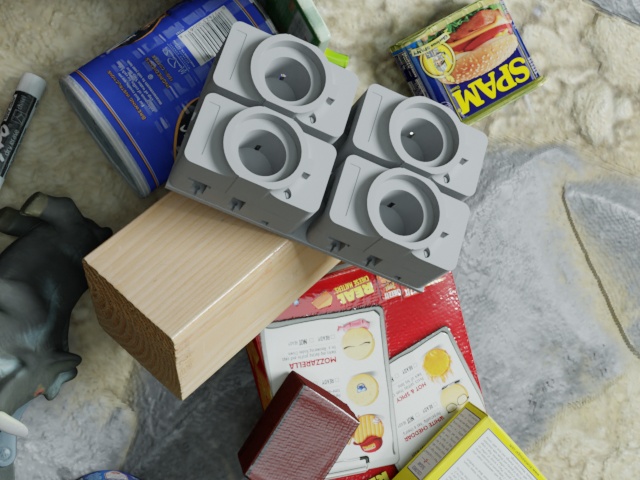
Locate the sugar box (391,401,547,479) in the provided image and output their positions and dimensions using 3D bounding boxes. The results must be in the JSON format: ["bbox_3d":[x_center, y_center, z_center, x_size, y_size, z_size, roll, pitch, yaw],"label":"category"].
[{"bbox_3d":[0.085,0.217,0.802,0.176,0.048,0.093,-43,105,-3],"label":"sugar box"}]

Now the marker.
[{"bbox_3d":[-0.229,-0.064,0.769,0.020,0.020,0.121,23,77,-16],"label":"marker"}]

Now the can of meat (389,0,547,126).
[{"bbox_3d":[0.117,-0.140,0.855,0.102,0.057,0.084,-30,98,-13],"label":"can of meat"}]

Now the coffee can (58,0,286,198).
[{"bbox_3d":[-0.101,-0.111,0.770,0.140,0.103,0.103,-36,102,-11],"label":"coffee can"}]

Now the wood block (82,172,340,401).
[{"bbox_3d":[-0.055,0.001,0.753,0.091,0.090,0.205,38,62,22],"label":"wood block"}]

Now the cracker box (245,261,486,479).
[{"bbox_3d":[0.038,0.121,0.841,0.164,0.072,0.214,-17,99,-12],"label":"cracker box"}]

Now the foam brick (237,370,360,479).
[{"bbox_3d":[-0.016,0.142,0.765,0.051,0.053,0.078,33,90,-11],"label":"foam brick"}]
